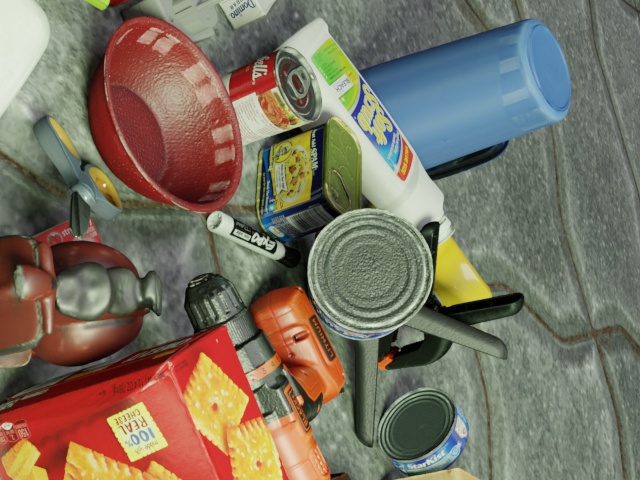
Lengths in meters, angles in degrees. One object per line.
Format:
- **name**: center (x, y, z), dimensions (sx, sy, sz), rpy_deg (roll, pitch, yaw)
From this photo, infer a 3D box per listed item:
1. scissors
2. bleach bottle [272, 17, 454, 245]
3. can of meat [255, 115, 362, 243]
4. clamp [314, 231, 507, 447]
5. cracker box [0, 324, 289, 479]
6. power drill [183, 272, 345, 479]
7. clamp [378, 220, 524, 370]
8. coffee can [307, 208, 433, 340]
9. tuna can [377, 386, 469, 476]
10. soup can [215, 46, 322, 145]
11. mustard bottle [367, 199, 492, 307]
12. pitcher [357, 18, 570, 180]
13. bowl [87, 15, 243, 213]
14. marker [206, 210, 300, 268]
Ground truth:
- **scissors**: center (-0.168, -0.044, 0.700), dimensions (0.096, 0.016, 0.202), rpy_deg (53, 1, -4)
- **bleach bottle**: center (0.046, -0.100, 1.067), dimensions (0.251, 0.068, 0.102), rpy_deg (49, 35, -7)
- **can of meat**: center (-0.011, -0.054, 0.991), dimensions (0.057, 0.084, 0.102), rpy_deg (39, 43, -44)
- **clamp**: center (0.067, 0.069, 1.013), dimensions (0.210, 0.164, 0.036), rpy_deg (63, 3, 3)
- **cracker box**: center (-0.094, 0.175, 0.638), dimensions (0.072, 0.164, 0.214), rpy_deg (-28, 98, -59)
- **power drill**: center (-0.039, 0.095, 0.838), dimensions (0.187, 0.057, 0.184), rpy_deg (-52, 119, -75)
- **clamp**: center (0.118, 0.074, 1.050), dimensions (0.120, 0.172, 0.039), rpy_deg (37, 36, 13)
- **coffee can**: center (0.040, 0.033, 0.927), dimensions (0.140, 0.103, 0.103), rpy_deg (92, -17, -83)
- **tuna can**: center (0.100, 0.187, 1.041), dimensions (0.033, 0.086, 0.086), rpy_deg (52, 35, -33)
- **soup can**: center (-0.059, -0.119, 0.929), dimensions (0.068, 0.102, 0.068), rpy_deg (36, 45, -46)
- **mustard bottle**: center (0.106, 0.000, 1.155), dimensions (0.058, 0.096, 0.191), rpy_deg (-45, 120, -11)
- **pitcher**: center (0.139, -0.141, 1.132), dimensions (0.149, 0.243, 0.145), rpy_deg (-22, 96, -55)
- **bowl**: center (-0.131, -0.091, 0.840), dimensions (0.162, 0.055, 0.162), rpy_deg (36, 45, -46)
- **marker**: center (-0.056, 0.001, 0.950), dimensions (0.121, 0.020, 0.020), rpy_deg (28, 51, -51)
